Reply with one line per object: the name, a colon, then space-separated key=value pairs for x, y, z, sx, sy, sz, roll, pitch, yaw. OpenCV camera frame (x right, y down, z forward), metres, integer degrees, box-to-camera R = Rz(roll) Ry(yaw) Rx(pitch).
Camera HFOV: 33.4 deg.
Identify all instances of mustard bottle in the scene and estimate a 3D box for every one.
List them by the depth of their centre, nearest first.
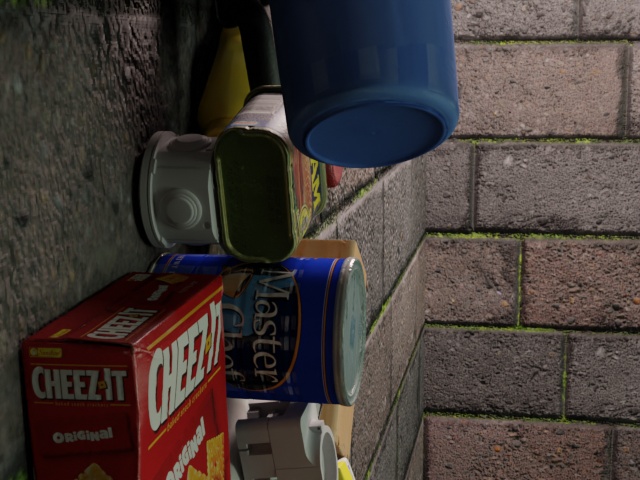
mustard bottle: x=-0.060 y=-0.128 z=0.858 sx=0.096 sy=0.058 sz=0.191 roll=90 pitch=8 yaw=-51

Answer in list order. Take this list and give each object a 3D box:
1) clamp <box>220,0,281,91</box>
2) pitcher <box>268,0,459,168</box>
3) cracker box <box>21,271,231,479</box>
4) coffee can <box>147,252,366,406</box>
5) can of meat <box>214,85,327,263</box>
clamp: x=-0.047 y=-0.175 z=0.767 sx=0.210 sy=0.036 sz=0.164 roll=60 pitch=31 yaw=-51
pitcher: x=0.018 y=-0.179 z=0.693 sx=0.145 sy=0.149 sz=0.243 roll=129 pitch=-41 yaw=-62
cracker box: x=-0.103 y=0.140 z=0.634 sx=0.164 sy=0.072 sz=0.214 roll=-48 pitch=137 yaw=-74
coffee can: x=-0.044 y=0.061 z=0.746 sx=0.102 sy=0.140 sz=0.103 roll=2 pitch=90 yaw=-79
can of meat: x=-0.034 y=-0.045 z=0.732 sx=0.083 sy=0.057 sz=0.102 roll=-62 pitch=151 yaw=-61
